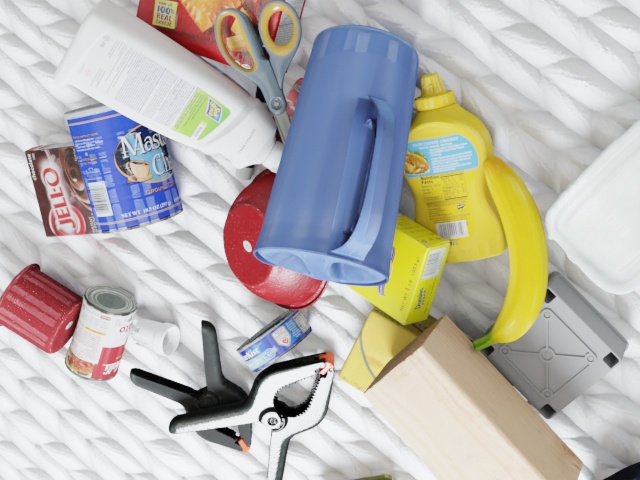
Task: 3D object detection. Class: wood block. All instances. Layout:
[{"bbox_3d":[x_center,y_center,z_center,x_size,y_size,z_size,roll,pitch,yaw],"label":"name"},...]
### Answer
[{"bbox_3d":[0.153,0.189,1.067,0.206,0.090,0.090,47,118,2],"label":"wood block"}]

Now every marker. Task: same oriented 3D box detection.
[{"bbox_3d":[-0.072,-0.125,1.184,0.020,0.020,0.121,22,113,16],"label":"marker"}]

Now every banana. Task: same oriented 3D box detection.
[{"bbox_3d":[0.189,0.017,1.048,0.069,0.037,0.198,3,96,7],"label":"banana"}]

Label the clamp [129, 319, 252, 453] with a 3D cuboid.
[{"bbox_3d":[-0.131,0.179,1.282,0.120,0.039,0.171,-42,105,17],"label":"clamp"}]

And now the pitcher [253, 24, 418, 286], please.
[{"bbox_3d":[0.028,-0.083,1.038,0.149,0.144,0.243,6,77,27],"label":"pitcher"}]

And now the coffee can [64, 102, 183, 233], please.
[{"bbox_3d":[-0.222,-0.089,1.213,0.103,0.102,0.140,-8,103,25],"label":"coffee can"}]

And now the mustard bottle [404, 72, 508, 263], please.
[{"bbox_3d":[0.130,-0.075,1.090,0.096,0.058,0.191,-6,103,30],"label":"mustard bottle"}]

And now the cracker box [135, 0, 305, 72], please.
[{"bbox_3d":[-0.093,-0.295,1.111,0.164,0.072,0.214,22,113,15],"label":"cracker box"}]

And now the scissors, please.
[{"bbox_3d":[-0.032,-0.157,1.090,0.096,0.016,0.201,-31,102,15],"label":"scissors"}]

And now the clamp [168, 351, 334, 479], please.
[{"bbox_3d":[-0.066,0.201,1.250,0.164,0.036,0.210,33,109,-13],"label":"clamp"}]

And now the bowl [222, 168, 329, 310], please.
[{"bbox_3d":[-0.058,0.001,1.162,0.162,0.055,0.162,14,109,47],"label":"bowl"}]

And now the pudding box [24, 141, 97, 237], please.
[{"bbox_3d":[-0.300,-0.062,1.291,0.090,0.039,0.113,-4,104,25],"label":"pudding box"}]

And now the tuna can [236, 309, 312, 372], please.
[{"bbox_3d":[-0.052,0.113,1.212,0.086,0.086,0.034,-35,92,28],"label":"tuna can"}]

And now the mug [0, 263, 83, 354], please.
[{"bbox_3d":[-0.349,0.094,1.341,0.081,0.093,0.117,31,146,7],"label":"mug"}]

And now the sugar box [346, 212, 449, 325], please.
[{"bbox_3d":[0.049,0.005,1.124,0.176,0.048,0.093,31,117,35],"label":"sugar box"}]

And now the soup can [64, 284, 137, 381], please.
[{"bbox_3d":[-0.271,0.114,1.317,0.068,0.068,0.102,27,114,14],"label":"soup can"}]

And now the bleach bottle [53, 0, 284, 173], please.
[{"bbox_3d":[-0.147,-0.145,1.128,0.250,0.068,0.103,33,120,-9],"label":"bleach bottle"}]
